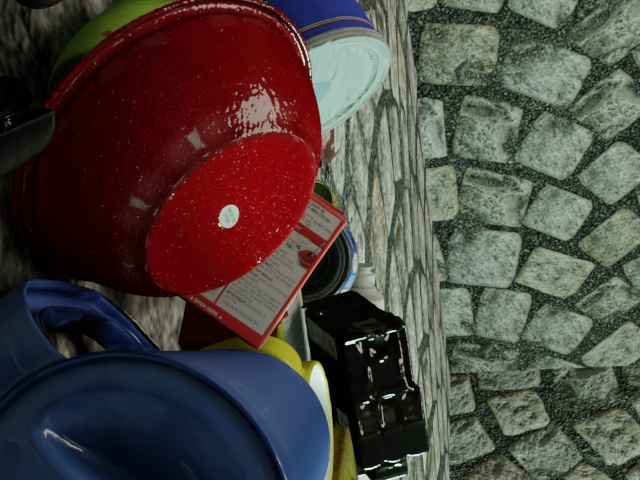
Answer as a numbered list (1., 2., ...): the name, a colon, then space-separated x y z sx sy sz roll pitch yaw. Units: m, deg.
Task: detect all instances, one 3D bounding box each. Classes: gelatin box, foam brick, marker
1. gelatin box: -0.039 0.002 0.584 0.089 0.073 0.030 -56 -175 -2
2. foam brick: -0.060 0.055 0.727 0.053 0.051 0.078 77 14 -45
3. marker: -0.135 -0.023 0.417 0.020 0.020 0.121 76 15 -46

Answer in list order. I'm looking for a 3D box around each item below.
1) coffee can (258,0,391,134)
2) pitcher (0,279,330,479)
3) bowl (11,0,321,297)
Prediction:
1. coffee can: -0.037 -0.138 0.630 0.140 0.103 0.102 60 1 20
2. pitcher: -0.066 0.102 0.501 0.242 0.145 0.149 19 81 -83
3. bowl: -0.054 -0.027 0.485 0.055 0.162 0.162 46 -13 31
